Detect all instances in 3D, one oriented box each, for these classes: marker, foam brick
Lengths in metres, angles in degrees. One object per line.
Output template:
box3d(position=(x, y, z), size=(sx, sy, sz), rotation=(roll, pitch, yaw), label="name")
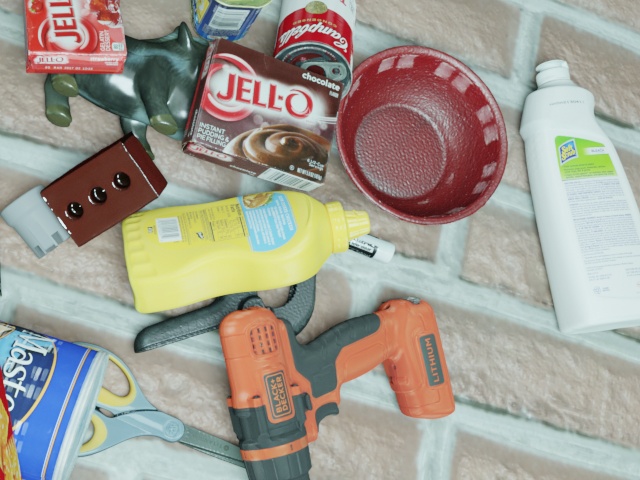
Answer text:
box3d(position=(0.006, -0.009, 0.914), size=(0.121, 0.020, 0.020), rotation=(21, 72, -13), label="marker")
box3d(position=(-0.166, -0.040, 0.824), size=(0.078, 0.051, 0.053), rotation=(-32, 103, 10), label="foam brick")

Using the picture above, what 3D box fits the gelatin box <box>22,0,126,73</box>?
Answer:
box3d(position=(-0.189, -0.170, 0.813), size=(0.073, 0.030, 0.089), rotation=(-1, 65, -18), label="gelatin box")

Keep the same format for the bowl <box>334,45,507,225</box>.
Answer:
box3d(position=(0.080, -0.086, 0.937), size=(0.162, 0.055, 0.162), rotation=(4, 76, -18), label="bowl")

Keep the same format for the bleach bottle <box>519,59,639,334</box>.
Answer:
box3d(position=(0.244, -0.044, 0.979), size=(0.102, 0.068, 0.251), rotation=(-5, 77, -20), label="bleach bottle")

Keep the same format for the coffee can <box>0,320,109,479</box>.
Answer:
box3d(position=(-0.233, 0.107, 0.752), size=(0.140, 0.103, 0.103), rotation=(18, 72, -5), label="coffee can")

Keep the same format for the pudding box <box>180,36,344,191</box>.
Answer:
box3d(position=(-0.045, -0.096, 0.834), size=(0.113, 0.039, 0.090), rotation=(18, 72, -21), label="pudding box")

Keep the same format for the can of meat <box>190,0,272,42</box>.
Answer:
box3d(position=(-0.078, -0.227, 0.902), size=(0.057, 0.084, 0.102), rotation=(-1, 78, -19), label="can of meat")

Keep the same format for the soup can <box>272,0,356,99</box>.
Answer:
box3d(position=(-0.004, -0.169, 0.902), size=(0.068, 0.069, 0.102), rotation=(19, 45, -14), label="soup can")

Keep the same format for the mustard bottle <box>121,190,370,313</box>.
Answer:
box3d(position=(-0.055, 0.001, 0.836), size=(0.191, 0.096, 0.058), rotation=(-10, 125, -7), label="mustard bottle")

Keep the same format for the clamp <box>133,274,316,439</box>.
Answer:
box3d(position=(-0.067, 0.060, 0.864), size=(0.120, 0.039, 0.171), rotation=(35, 64, -13), label="clamp")

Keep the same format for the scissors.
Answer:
box3d(position=(-0.134, 0.158, 0.830), size=(0.201, 0.016, 0.096), rotation=(39, 71, -6), label="scissors")

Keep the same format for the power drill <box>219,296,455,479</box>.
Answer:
box3d(position=(0.017, 0.129, 0.844), size=(0.187, 0.057, 0.184), rotation=(-13, 92, -34), label="power drill")
